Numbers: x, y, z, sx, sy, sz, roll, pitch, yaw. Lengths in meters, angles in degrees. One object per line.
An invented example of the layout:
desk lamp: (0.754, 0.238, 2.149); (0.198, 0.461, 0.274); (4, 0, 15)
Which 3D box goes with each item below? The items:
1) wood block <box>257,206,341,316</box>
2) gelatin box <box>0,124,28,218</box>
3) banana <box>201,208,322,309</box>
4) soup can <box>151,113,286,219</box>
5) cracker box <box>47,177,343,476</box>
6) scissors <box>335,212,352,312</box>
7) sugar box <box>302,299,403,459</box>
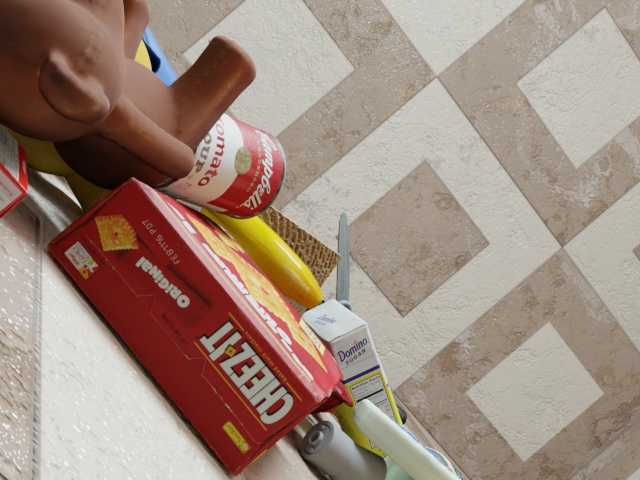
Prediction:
wood block: (-0.072, 0.004, 1.044); (0.090, 0.090, 0.206); (34, 0, -24)
gelatin box: (-0.182, -0.056, 0.518); (0.089, 0.030, 0.073); (51, 1, -26)
banana: (-0.068, -0.009, 0.888); (0.198, 0.037, 0.069); (37, -3, 45)
soup can: (-0.079, -0.057, 0.733); (0.069, 0.068, 0.102); (50, 17, 30)
cracker box: (-0.065, 0.050, 0.675); (0.164, 0.072, 0.213); (49, 0, 6)
scissors: (0.006, 0.081, 1.039); (0.016, 0.096, 0.202); (-3, -79, 65)
sugar box: (0.037, 0.149, 0.988); (0.176, 0.048, 0.093); (67, -13, -17)
